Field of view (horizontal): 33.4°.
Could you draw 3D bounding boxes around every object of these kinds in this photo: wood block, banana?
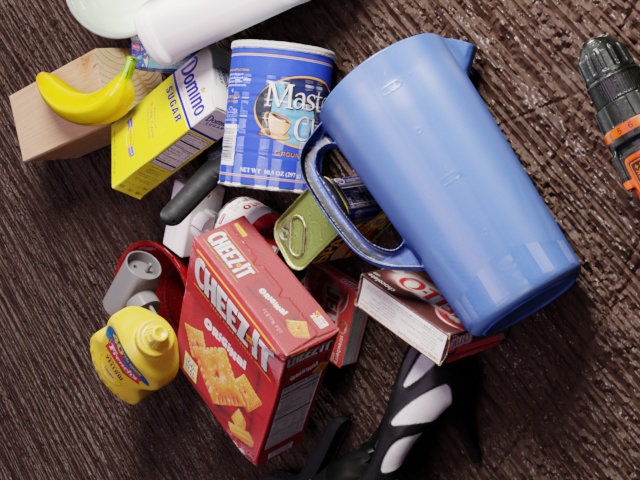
[{"bbox_3d":[-0.288,-0.165,1.317,0.207,0.090,0.091,-14,88,46],"label":"wood block"},{"bbox_3d":[-0.263,-0.163,1.205,0.198,0.037,0.069,2,82,44],"label":"banana"}]

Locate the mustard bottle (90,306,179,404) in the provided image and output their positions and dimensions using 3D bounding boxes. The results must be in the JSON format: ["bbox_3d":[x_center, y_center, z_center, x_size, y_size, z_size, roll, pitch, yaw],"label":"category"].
[{"bbox_3d":[-0.201,0.122,1.182,0.096,0.058,0.192,58,151,3],"label":"mustard bottle"}]

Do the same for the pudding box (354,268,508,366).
[{"bbox_3d":[0.101,0.062,0.960,0.114,0.089,0.039,32,120,38],"label":"pudding box"}]

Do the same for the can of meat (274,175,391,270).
[{"bbox_3d":[0.018,-0.020,1.034,0.102,0.083,0.057,-46,66,40],"label":"can of meat"}]

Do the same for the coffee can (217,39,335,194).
[{"bbox_3d":[-0.043,-0.119,1.050,0.103,0.102,0.140,10,95,44],"label":"coffee can"}]

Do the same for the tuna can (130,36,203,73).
[{"bbox_3d":[-0.168,-0.208,1.189,0.086,0.085,0.034,17,111,43],"label":"tuna can"}]

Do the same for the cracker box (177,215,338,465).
[{"bbox_3d":[-0.074,0.108,1.092,0.164,0.072,0.214,49,146,26],"label":"cracker box"}]

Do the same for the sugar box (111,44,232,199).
[{"bbox_3d":[-0.158,-0.127,1.153,0.177,0.048,0.093,-35,49,35],"label":"sugar box"}]

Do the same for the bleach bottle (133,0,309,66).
[{"bbox_3d":[-0.059,-0.245,1.043,0.251,0.102,0.068,-12,116,34],"label":"bleach bottle"}]

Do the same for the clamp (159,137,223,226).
[{"bbox_3d":[-0.109,-0.098,1.159,0.172,0.039,0.120,-31,50,19],"label":"clamp"}]

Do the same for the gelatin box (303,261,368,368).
[{"bbox_3d":[0.012,0.074,1.096,0.073,0.030,0.089,31,119,38],"label":"gelatin box"}]

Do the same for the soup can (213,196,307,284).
[{"bbox_3d":[-0.057,0.001,1.128,0.102,0.068,0.068,29,117,39],"label":"soup can"}]

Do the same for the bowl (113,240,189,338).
[{"bbox_3d":[-0.182,0.077,1.277,0.162,0.055,0.162,11,105,44],"label":"bowl"}]

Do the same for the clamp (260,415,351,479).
[{"bbox_3d":[-0.017,0.280,1.159,0.210,0.036,0.164,-17,84,42],"label":"clamp"}]

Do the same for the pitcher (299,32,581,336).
[{"bbox_3d":[0.103,-0.039,0.909,0.243,0.144,0.149,59,139,16],"label":"pitcher"}]
